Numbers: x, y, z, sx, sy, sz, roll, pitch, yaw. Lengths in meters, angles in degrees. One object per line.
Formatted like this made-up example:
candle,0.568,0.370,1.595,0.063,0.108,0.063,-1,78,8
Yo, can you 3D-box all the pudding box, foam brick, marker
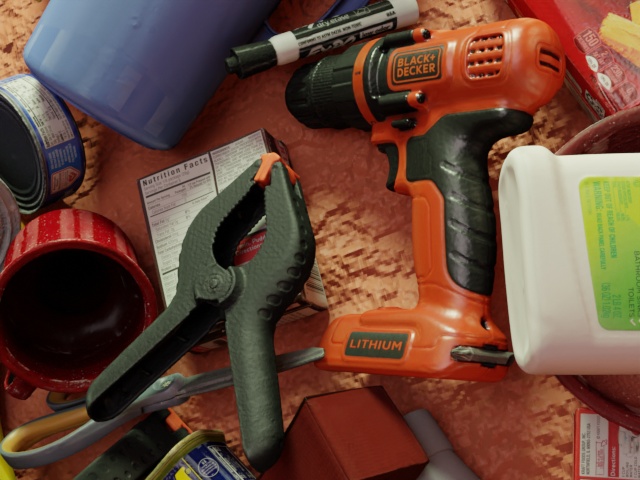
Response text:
pudding box,-0.054,0.001,0.636,0.090,0.039,0.113,-21,69,16
foam brick,0.009,0.120,0.548,0.051,0.052,0.078,56,135,34
marker,0.001,-0.119,0.622,0.121,0.020,0.020,-21,67,-16

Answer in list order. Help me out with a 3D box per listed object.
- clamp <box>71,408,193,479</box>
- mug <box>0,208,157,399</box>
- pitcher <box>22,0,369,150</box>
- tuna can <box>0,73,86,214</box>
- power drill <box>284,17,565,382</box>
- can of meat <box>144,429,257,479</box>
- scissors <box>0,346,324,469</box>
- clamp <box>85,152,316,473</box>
clamp,-0.158,0.170,0.594,0.036,0.165,0.209,47,56,2
mug,-0.151,0.040,0.627,0.117,0.093,0.081,-59,21,10
pitcher,-0.062,-0.174,0.642,0.149,0.144,0.243,37,96,37
tuna can,-0.188,-0.062,0.680,0.086,0.033,0.086,26,130,35
power drill,0.042,-0.020,0.576,0.185,0.057,0.187,-1,83,48
can of meat,-0.066,0.171,0.590,0.084,0.057,0.102,43,95,22
scissors,-0.091,0.079,0.616,0.202,0.096,0.016,-22,112,8
clamp,-0.059,0.034,0.572,0.120,0.039,0.171,4,64,21
